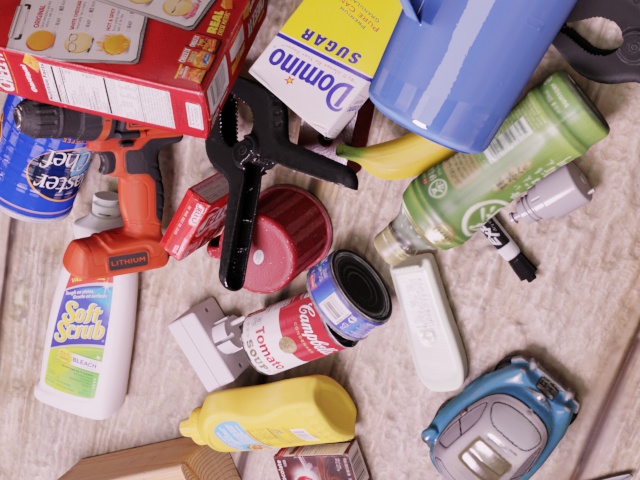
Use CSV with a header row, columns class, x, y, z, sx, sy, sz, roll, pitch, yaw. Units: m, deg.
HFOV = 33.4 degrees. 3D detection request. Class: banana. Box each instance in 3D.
class,x,y,z,sx,sy,sz,roll,pitch,yaw
banana,0.111,-0.106,0.933,0.198,0.037,0.069,-33,136,16

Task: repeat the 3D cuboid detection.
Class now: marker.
class,x,y,z,sx,sy,sz,roll,pitch,yaw
marker,0.156,-0.011,0.973,0.020,0.020,0.121,-38,91,30

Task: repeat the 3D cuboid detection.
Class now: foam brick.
class,x,y,z,sx,sy,sz,roll,pitch,yaw
foam brick,0.013,-0.099,0.985,0.053,0.051,0.078,18,115,16

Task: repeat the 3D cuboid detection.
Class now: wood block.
class,x,y,z,sx,sy,sz,roll,pitch,yaw
wood block,-0.200,0.289,1.203,0.206,0.090,0.091,-17,101,28

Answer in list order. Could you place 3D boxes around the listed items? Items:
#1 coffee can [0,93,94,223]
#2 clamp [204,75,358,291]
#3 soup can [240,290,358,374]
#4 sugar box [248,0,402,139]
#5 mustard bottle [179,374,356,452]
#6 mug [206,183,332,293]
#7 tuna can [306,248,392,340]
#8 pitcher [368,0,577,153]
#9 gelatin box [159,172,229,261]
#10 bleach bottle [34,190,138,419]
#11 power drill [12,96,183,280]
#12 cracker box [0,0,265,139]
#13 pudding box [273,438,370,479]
class,x,y,z,sx,sy,sz,roll,pitch,yaw
coffee can,-0.279,-0.102,1.083,0.103,0.102,0.140,35,119,8
clamp,-0.050,-0.079,0.966,0.165,0.036,0.210,-33,57,29
soup can,-0.020,0.089,1.061,0.102,0.068,0.068,-23,99,30
sugar box,0.029,-0.184,0.918,0.093,0.048,0.176,41,98,11
mustard bottle,-0.065,0.185,1.109,0.192,0.058,0.096,-13,146,28
mug,-0.057,0.001,1.036,0.117,0.081,0.093,-1,108,24
tuna can,0.028,0.051,1.015,0.034,0.086,0.086,-39,91,28
pitcher,0.126,-0.197,0.820,0.149,0.145,0.243,28,106,5
gelatin box,-0.113,-0.027,1.045,0.030,0.089,0.073,37,119,7
bleach bottle,-0.249,0.066,1.157,0.103,0.068,0.251,16,113,15
power drill,-0.206,-0.058,1.026,0.057,0.184,0.188,34,124,47
cracker box,-0.174,-0.187,0.950,0.214,0.164,0.072,13,146,9
pudding box,0.010,0.267,1.131,0.090,0.039,0.113,-8,105,27
